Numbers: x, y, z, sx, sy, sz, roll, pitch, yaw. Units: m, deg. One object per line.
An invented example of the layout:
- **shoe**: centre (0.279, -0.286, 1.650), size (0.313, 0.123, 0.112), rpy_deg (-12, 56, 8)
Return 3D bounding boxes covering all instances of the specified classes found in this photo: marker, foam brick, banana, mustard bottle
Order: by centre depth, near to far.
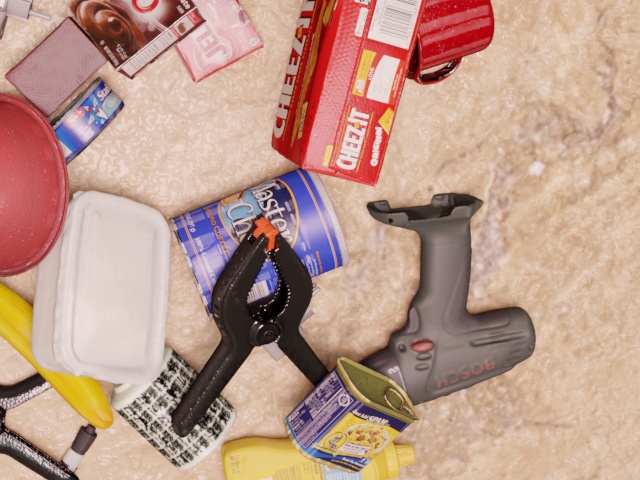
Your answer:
- **foam brick**: centre (-0.234, -0.155, 0.952), size (0.078, 0.051, 0.053), rpy_deg (-43, 106, -1)
- **banana**: centre (-0.261, 0.095, 0.968), size (0.037, 0.069, 0.197), rpy_deg (-40, 109, 9)
- **marker**: centre (-0.252, 0.232, 1.037), size (0.020, 0.020, 0.121), rpy_deg (31, 93, -15)
- **mustard bottle**: centre (0.001, 0.232, 1.068), size (0.191, 0.058, 0.096), rpy_deg (-10, 100, -9)

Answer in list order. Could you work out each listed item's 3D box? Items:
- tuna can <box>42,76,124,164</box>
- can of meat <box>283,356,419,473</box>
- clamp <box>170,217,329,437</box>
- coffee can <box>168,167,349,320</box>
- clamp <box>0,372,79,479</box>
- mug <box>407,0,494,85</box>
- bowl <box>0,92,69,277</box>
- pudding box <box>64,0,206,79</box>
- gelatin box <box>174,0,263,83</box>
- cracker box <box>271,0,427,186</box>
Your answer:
- **tuna can**: centre (-0.214, -0.104, 0.948), size (0.086, 0.086, 0.033), rpy_deg (-45, 107, -1)
- **can of meat**: centre (0.028, 0.165, 0.991), size (0.084, 0.057, 0.102), rpy_deg (-47, 134, 15)
- **clamp**: centre (-0.045, 0.079, 0.955), size (0.164, 0.036, 0.210), rpy_deg (-3, 118, -29)
- **coffee can**: centre (-0.056, 0.001, 0.990), size (0.140, 0.103, 0.103), rpy_deg (-22, 104, -6)
- **clamp**: centre (-0.300, 0.159, 1.004), size (0.171, 0.039, 0.120), rpy_deg (13, 78, -11)
- **mug**: centre (0.110, -0.197, 1.001), size (0.081, 0.093, 0.117), rpy_deg (-20, 135, -12)
- **bowl**: centre (-0.294, -0.046, 0.913), size (0.162, 0.055, 0.162), rpy_deg (3, 96, 29)
- **pudding box**: centre (-0.168, -0.211, 0.935), size (0.090, 0.039, 0.113), rpy_deg (-38, 78, 4)
- **gelatin box**: centre (-0.105, -0.200, 0.980), size (0.073, 0.030, 0.089), rpy_deg (-29, 104, -5)
- **cracker box**: centre (0.016, -0.142, 0.921), size (0.072, 0.214, 0.164), rpy_deg (13, 97, -12)
